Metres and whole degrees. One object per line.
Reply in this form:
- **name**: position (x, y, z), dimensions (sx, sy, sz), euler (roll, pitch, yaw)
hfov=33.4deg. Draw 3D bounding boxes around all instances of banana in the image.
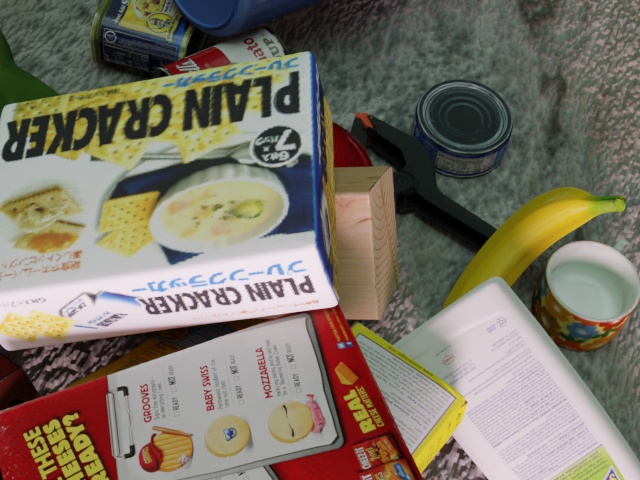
- **banana**: position (0.139, 0.025, 0.807), dimensions (0.037, 0.070, 0.198), euler (40, 96, -22)

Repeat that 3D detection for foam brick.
- **foam brick**: position (-0.234, 0.120, 0.725), dimensions (0.078, 0.053, 0.051), euler (-38, 33, -25)

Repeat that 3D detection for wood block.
- **wood block**: position (-0.055, 0.001, 0.757), dimensions (0.206, 0.091, 0.090), euler (-1, 15, 14)

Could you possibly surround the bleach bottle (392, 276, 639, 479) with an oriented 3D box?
- **bleach bottle**: position (0.156, 0.152, 0.729), dimensions (0.102, 0.068, 0.251), euler (-36, 79, 9)

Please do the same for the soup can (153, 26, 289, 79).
- **soup can**: position (-0.080, -0.133, 0.904), dimensions (0.102, 0.068, 0.068), euler (-27, 64, -21)

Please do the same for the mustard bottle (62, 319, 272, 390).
- **mustard bottle**: position (-0.091, 0.095, 0.749), dimensions (0.096, 0.058, 0.191), euler (18, 39, 41)

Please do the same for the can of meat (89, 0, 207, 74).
- **can of meat**: position (-0.146, -0.195, 0.946), dimensions (0.084, 0.057, 0.102), euler (15, 57, 2)

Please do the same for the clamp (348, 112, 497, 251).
- **clamp**: position (0.076, -0.036, 0.874), dimensions (0.120, 0.039, 0.171), euler (-6, 59, -16)

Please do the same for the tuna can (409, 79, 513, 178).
- **tuna can**: position (0.122, -0.098, 0.920), dimensions (0.086, 0.034, 0.086), euler (2, 57, -4)

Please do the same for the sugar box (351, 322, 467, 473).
- **sugar box**: position (0.006, 0.143, 0.673), dimensions (0.093, 0.048, 0.176), euler (33, 63, 21)

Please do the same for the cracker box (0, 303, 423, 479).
- **cracker box**: position (-0.059, 0.143, 0.601), dimensions (0.213, 0.072, 0.164), euler (-19, 52, -9)
